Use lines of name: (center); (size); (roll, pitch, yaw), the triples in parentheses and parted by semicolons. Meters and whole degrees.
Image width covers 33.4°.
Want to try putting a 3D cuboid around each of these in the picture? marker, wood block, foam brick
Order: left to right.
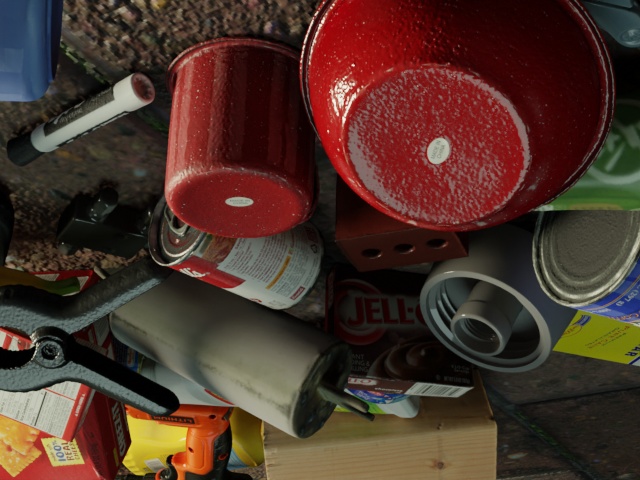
marker: (-0.148, -0.070, 0.640); (0.121, 0.020, 0.020); (-19, 146, 34)
wood block: (0.052, 0.189, 0.989); (0.206, 0.090, 0.091); (-5, 119, -1)
foam brick: (0.054, -0.016, 0.697); (0.078, 0.051, 0.053); (-9, 151, 19)

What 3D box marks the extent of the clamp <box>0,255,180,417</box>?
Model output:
clamp: (-0.175, 0.058, 0.727); (0.171, 0.120, 0.039); (7, -164, -8)

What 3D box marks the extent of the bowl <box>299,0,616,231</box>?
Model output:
bowl: (0.061, -0.060, 0.525); (0.162, 0.055, 0.162); (10, 130, 12)

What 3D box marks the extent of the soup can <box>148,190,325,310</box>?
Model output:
soup can: (-0.055, 0.001, 0.718); (0.102, 0.068, 0.069); (25, 144, -38)

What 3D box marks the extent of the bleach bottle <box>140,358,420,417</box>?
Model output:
bleach bottle: (-0.043, 0.120, 0.952); (0.251, 0.068, 0.102); (-3, 157, 16)

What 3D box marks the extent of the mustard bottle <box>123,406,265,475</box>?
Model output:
mustard bottle: (-0.114, 0.211, 1.128); (0.192, 0.058, 0.096); (-8, 142, 18)

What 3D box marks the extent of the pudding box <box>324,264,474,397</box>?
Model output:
pudding box: (0.059, 0.071, 0.822); (0.113, 0.090, 0.039); (8, 153, -14)

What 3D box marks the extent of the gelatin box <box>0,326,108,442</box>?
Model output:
gelatin box: (-0.209, 0.098, 0.783); (0.089, 0.030, 0.073); (23, 113, -2)

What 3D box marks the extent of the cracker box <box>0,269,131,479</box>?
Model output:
cracker box: (-0.273, 0.114, 0.854); (0.214, 0.072, 0.164); (-3, 113, 8)

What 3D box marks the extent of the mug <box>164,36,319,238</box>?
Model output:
mug: (-0.038, -0.049, 0.608); (0.093, 0.081, 0.117); (-15, 148, 28)

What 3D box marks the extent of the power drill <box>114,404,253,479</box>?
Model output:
power drill: (-0.147, 0.212, 1.061); (0.184, 0.057, 0.188); (1, 128, 5)
